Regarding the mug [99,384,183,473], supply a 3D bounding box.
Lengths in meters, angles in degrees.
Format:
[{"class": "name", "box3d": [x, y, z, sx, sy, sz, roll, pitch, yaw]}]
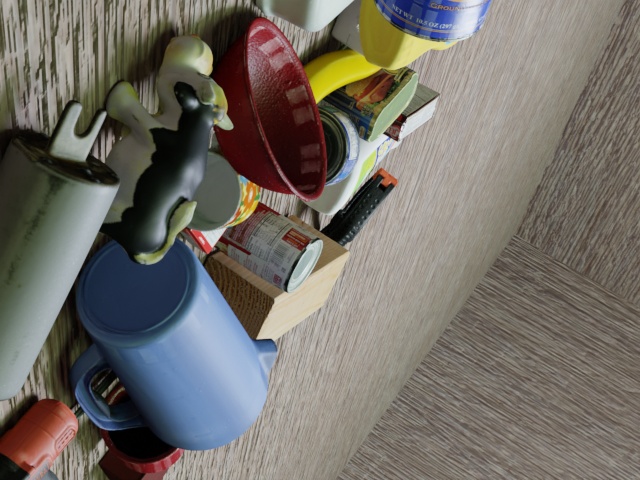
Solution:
[{"class": "mug", "box3d": [-0.183, 0.188, 1.134, 0.081, 0.093, 0.117, 100, -11, -66]}]

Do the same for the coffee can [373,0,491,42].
[{"class": "coffee can", "box3d": [0.108, -0.251, 0.885, 0.102, 0.103, 0.140, -47, 162, -37]}]

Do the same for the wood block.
[{"class": "wood block", "box3d": [-0.059, 0.050, 1.231, 0.090, 0.091, 0.205, -64, 165, 24]}]

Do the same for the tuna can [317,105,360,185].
[{"class": "tuna can", "box3d": [-0.004, -0.098, 1.117, 0.086, 0.086, 0.033, -63, 163, 18]}]

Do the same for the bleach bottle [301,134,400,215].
[{"class": "bleach bottle", "box3d": [0.061, -0.130, 1.323, 0.250, 0.068, 0.103, -45, 165, -48]}]

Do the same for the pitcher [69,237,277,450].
[{"class": "pitcher", "box3d": [-0.142, 0.097, 0.968, 0.243, 0.145, 0.149, 73, 38, -60]}]

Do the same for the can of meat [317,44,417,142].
[{"class": "can of meat", "box3d": [0.046, -0.162, 1.156, 0.102, 0.084, 0.057, -49, 163, -33]}]

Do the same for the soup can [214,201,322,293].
[{"class": "soup can", "box3d": [-0.057, 0.001, 1.110, 0.068, 0.102, 0.068, -53, 164, -22]}]

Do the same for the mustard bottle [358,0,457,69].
[{"class": "mustard bottle", "box3d": [0.114, -0.235, 1.058, 0.191, 0.058, 0.096, -29, 131, -47]}]

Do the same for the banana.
[{"class": "banana", "box3d": [-0.003, -0.144, 1.075, 0.037, 0.069, 0.197, -19, -150, 50]}]

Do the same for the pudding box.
[{"class": "pudding box", "box3d": [0.080, -0.164, 1.256, 0.113, 0.090, 0.039, -39, 156, -54]}]

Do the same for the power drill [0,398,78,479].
[{"class": "power drill", "box3d": [-0.282, 0.250, 0.958, 0.184, 0.057, 0.188, -49, 163, -32]}]

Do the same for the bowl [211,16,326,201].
[{"class": "bowl", "box3d": [-0.050, -0.105, 0.910, 0.162, 0.055, 0.162, -14, 90, -71]}]

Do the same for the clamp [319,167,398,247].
[{"class": "clamp", "box3d": [0.031, -0.020, 1.372, 0.210, 0.036, 0.164, -50, -173, 30]}]

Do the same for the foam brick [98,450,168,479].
[{"class": "foam brick", "box3d": [-0.213, 0.260, 1.227, 0.053, 0.051, 0.078, -53, 165, -22]}]
